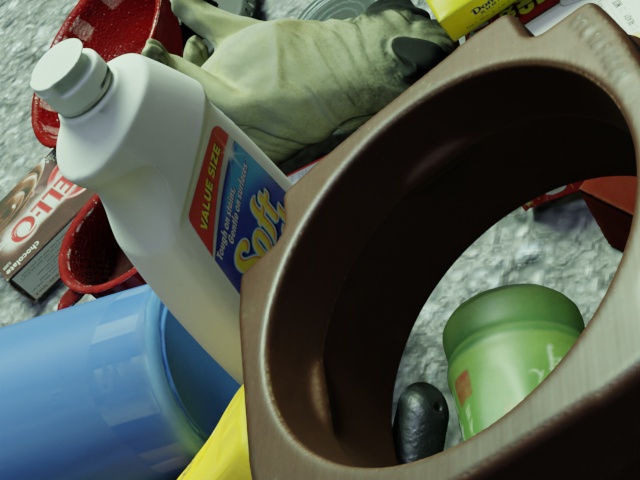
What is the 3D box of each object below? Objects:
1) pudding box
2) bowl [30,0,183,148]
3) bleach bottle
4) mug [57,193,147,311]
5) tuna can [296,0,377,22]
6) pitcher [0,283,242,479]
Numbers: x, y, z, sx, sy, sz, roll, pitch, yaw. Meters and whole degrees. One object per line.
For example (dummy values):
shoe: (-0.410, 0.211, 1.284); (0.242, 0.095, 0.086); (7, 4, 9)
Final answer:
pudding box: (-0.208, -0.018, 0.824); (0.113, 0.039, 0.090); (-48, 42, -6)
bowl: (-0.157, -0.134, 0.835); (0.162, 0.055, 0.162); (-26, 51, 36)
bleach bottle: (-0.053, 0.001, 0.534); (0.068, 0.250, 0.102); (5, 60, 39)
mug: (-0.116, 0.023, 0.689); (0.117, 0.081, 0.093); (-43, 42, -1)
tuna can: (0.019, -0.145, 0.762); (0.086, 0.033, 0.086); (-20, 46, 23)
pitcher: (-0.168, 0.118, 0.630); (0.243, 0.149, 0.145); (-20, 29, 19)
